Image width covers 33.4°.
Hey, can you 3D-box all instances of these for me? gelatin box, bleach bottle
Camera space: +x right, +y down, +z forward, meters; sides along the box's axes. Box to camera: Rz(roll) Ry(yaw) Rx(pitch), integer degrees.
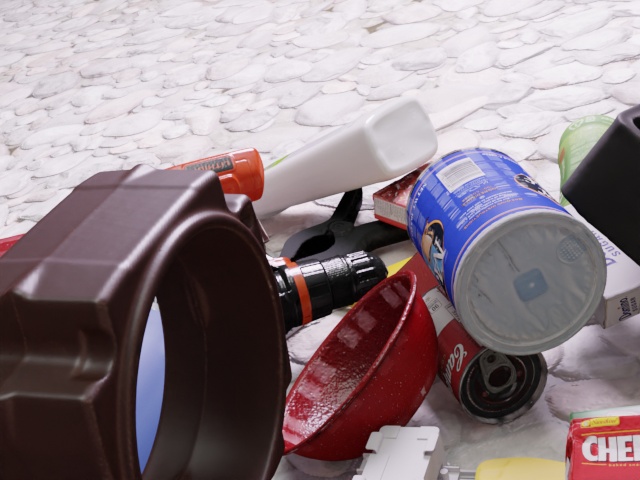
[{"bbox_3d":[0.105,-0.040,0.997,0.089,0.030,0.073,-30,36,-35],"label":"gelatin box"},{"bbox_3d":[-0.007,-0.071,1.080,0.251,0.068,0.102,-18,10,46],"label":"bleach bottle"}]

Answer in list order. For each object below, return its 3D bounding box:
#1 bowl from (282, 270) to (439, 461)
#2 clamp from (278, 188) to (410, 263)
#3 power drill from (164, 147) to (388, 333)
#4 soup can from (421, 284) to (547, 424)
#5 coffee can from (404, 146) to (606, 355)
[{"bbox_3d":[0.034,0.100,0.761,0.162,0.055,0.162,-50,9,10],"label":"bowl"},{"bbox_3d":[0.018,-0.005,1.026,0.171,0.039,0.120,-25,26,-26],"label":"clamp"},{"bbox_3d":[-0.056,0.001,0.907,0.184,0.057,0.188,-14,46,-15],"label":"power drill"},{"bbox_3d":[0.114,0.080,0.789,0.068,0.068,0.102,-21,28,-9],"label":"soup can"},{"bbox_3d":[0.125,0.003,0.751,0.103,0.103,0.140,-17,24,-3],"label":"coffee can"}]
